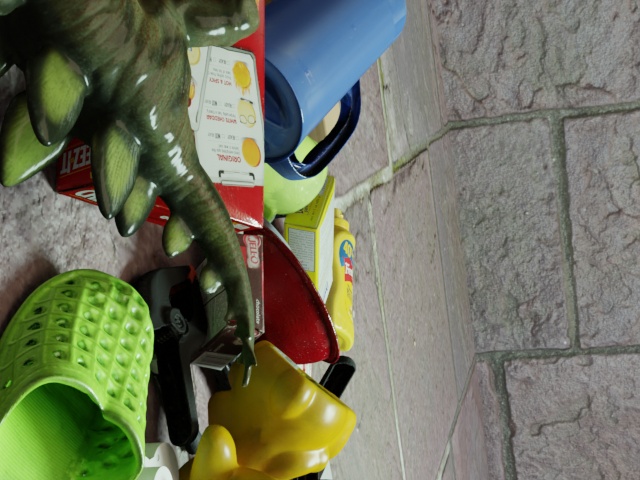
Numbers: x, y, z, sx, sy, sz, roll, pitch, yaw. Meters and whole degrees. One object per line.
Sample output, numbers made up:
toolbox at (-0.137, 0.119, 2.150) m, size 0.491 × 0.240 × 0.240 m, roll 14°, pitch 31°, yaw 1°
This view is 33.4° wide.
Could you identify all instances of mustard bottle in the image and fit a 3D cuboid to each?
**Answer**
mustard bottle at (0.016, 0.045, 1.414) m, size 0.096 × 0.058 × 0.191 m, roll 60°, pitch 28°, yaw -59°

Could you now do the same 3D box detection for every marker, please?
marker at (-0.124, 0.141, 0.923) m, size 0.020 × 0.020 × 0.121 m, roll -76°, pitch 156°, yaw -52°

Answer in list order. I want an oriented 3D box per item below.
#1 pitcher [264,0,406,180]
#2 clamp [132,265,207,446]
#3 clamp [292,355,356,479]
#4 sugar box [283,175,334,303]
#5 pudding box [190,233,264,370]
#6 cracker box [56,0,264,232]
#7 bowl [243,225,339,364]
pitcher at (-0.009, -0.185, 1.089) m, size 0.242 × 0.145 × 0.149 m, roll -47°, pitch 163°, yaw -39°
clamp at (-0.123, 0.084, 0.864) m, size 0.120 × 0.039 × 0.171 m, roll 61°, pitch 24°, yaw -18°
clamp at (-0.015, 0.211, 1.126) m, size 0.210 × 0.036 × 0.164 m, roll 136°, pitch -30°, yaw -72°
sugar box at (-0.013, 0.014, 1.254) m, size 0.176 × 0.048 × 0.093 m, roll 94°, pitch 11°, yaw -45°
pudding box at (-0.085, 0.055, 0.941) m, size 0.114 × 0.039 × 0.090 m, roll -41°, pitch -136°, yaw 54°
cracker box at (-0.121, -0.123, 0.841) m, size 0.163 × 0.072 × 0.213 m, roll 19°, pitch 65°, yaw -49°
bowl at (-0.050, 0.063, 1.029) m, size 0.162 × 0.055 × 0.162 m, roll 50°, pitch -20°, yaw 26°
